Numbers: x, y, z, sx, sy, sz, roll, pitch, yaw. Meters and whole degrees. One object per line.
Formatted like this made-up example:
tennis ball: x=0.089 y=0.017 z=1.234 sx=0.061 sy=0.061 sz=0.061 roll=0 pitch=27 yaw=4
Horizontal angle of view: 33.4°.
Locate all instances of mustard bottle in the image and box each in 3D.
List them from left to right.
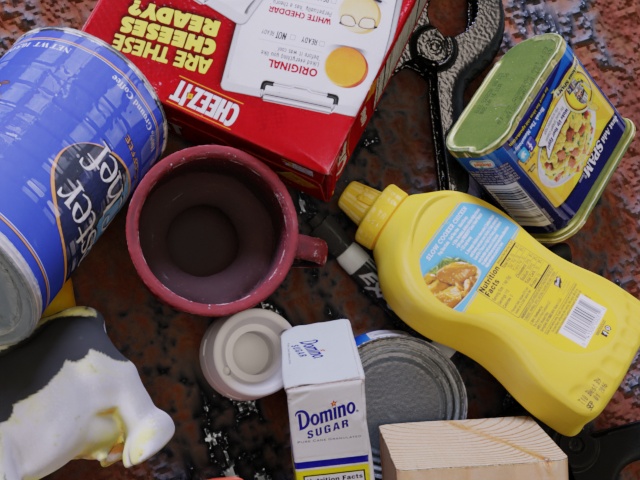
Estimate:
mustard bottle: x=0.093 y=0.025 z=0.630 sx=0.192 sy=0.058 sz=0.096 roll=35 pitch=56 yaw=8

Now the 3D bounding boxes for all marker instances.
marker: x=0.037 y=0.029 z=0.660 sx=0.121 sy=0.020 sz=0.020 roll=45 pitch=76 yaw=-4

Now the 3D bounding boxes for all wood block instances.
wood block: x=0.086 y=0.209 z=0.583 sx=0.090 sy=0.091 sz=0.206 roll=-3 pitch=95 yaw=-1

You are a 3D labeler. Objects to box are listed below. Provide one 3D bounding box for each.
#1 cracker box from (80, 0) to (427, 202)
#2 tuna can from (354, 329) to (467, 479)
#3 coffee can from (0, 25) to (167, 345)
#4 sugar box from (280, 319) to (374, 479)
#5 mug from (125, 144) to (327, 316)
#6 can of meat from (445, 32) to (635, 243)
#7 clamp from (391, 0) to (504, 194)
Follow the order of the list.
cracker box: x=-0.023 y=-0.153 z=0.631 sx=0.164 sy=0.072 sz=0.213 roll=24 pitch=78 yaw=8
tuna can: x=0.042 y=0.096 z=0.636 sx=0.086 sy=0.034 sz=0.086 roll=0 pitch=93 yaw=-5
coffee can: x=-0.156 y=-0.031 z=0.556 sx=0.103 sy=0.103 sz=0.140 roll=34 pitch=49 yaw=-6
sugar box: x=0.008 y=0.140 z=0.572 sx=0.048 sy=0.093 sz=0.176 roll=-9 pitch=104 yaw=-1
mug: x=-0.054 y=0.001 z=0.612 sx=0.117 sy=0.082 sz=0.093 roll=6 pitch=81 yaw=-12
can of meat: x=0.135 y=-0.063 z=0.657 sx=0.084 sy=0.058 sz=0.102 roll=44 pitch=68 yaw=-28
clamp: x=0.057 y=-0.117 z=0.676 sx=0.120 sy=0.039 sz=0.171 roll=20 pitch=79 yaw=-13
